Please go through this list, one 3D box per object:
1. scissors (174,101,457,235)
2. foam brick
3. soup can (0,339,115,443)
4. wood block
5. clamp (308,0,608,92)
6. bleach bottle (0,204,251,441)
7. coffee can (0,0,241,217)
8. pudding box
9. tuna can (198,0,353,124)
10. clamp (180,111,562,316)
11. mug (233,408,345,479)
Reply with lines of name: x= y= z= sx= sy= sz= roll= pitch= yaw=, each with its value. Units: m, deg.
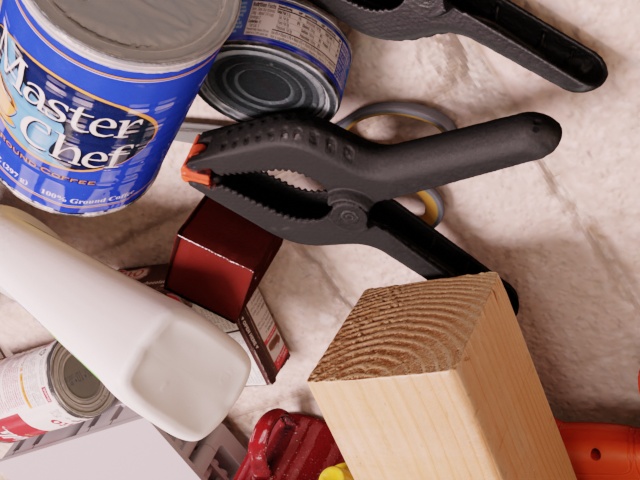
scissors: x=-0.010 y=-0.041 z=0.644 sx=0.202 sy=0.016 sz=0.096 roll=-4 pitch=124 yaw=27
foam brick: x=-0.054 y=0.001 z=0.656 sx=0.051 sy=0.078 sz=0.053 roll=25 pitch=134 yaw=4
soup can: x=-0.214 y=0.114 z=0.825 sx=0.102 sy=0.068 sz=0.068 roll=-21 pitch=115 yaw=35
wood block: x=0.084 y=0.131 z=0.613 sx=0.090 sy=0.090 sz=0.206 roll=-9 pitch=117 yaw=32
clamp: x=0.064 y=-0.123 z=0.528 sx=0.172 sy=0.039 sz=0.120 roll=7 pitch=135 yaw=32
bleach bottle: x=-0.160 y=0.035 z=0.695 sx=0.251 sy=0.068 sz=0.102 roll=27 pitch=167 yaw=41
coffee can: x=-0.109 y=-0.088 z=0.524 sx=0.103 sy=0.102 sz=0.140 roll=34 pitch=145 yaw=-4
pudding box: x=-0.090 y=0.060 z=0.746 sx=0.114 sy=0.039 sz=0.090 roll=-6 pitch=123 yaw=31
tuna can: x=-0.027 y=-0.094 z=0.575 sx=0.086 sy=0.033 sz=0.086 roll=11 pitch=156 yaw=5
clamp: x=0.026 y=-0.031 z=0.586 sx=0.210 sy=0.036 sz=0.165 roll=17 pitch=143 yaw=5
mug: x=-0.025 y=0.172 z=0.775 sx=0.093 sy=0.081 sz=0.117 roll=-3 pitch=125 yaw=26
